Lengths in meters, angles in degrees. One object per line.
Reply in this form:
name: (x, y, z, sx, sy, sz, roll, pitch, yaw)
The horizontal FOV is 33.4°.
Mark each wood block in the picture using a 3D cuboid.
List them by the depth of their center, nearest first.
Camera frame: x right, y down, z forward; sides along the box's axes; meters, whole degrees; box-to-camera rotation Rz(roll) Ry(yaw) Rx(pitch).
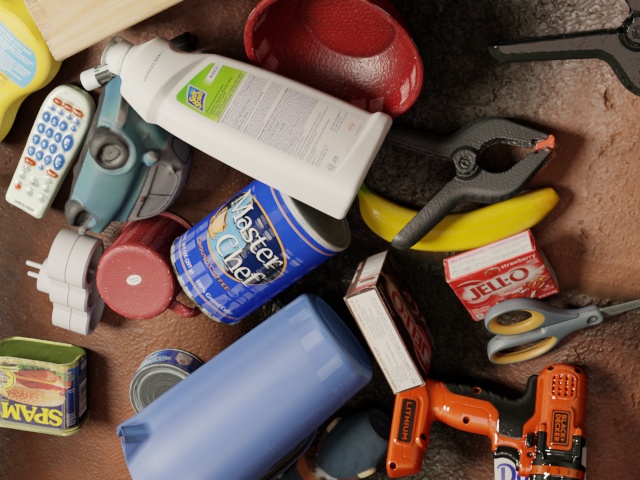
wood block: (-0.148, -0.242, 0.913, 0.206, 0.091, 0.090, -25, 107, 5)

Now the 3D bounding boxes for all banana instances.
banana: (0.121, -0.022, 1.004, 0.198, 0.037, 0.070, 5, 113, 9)

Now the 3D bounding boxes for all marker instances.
marker: (-0.171, -0.170, 1.010, 0.121, 0.020, 0.020, -17, 108, 17)

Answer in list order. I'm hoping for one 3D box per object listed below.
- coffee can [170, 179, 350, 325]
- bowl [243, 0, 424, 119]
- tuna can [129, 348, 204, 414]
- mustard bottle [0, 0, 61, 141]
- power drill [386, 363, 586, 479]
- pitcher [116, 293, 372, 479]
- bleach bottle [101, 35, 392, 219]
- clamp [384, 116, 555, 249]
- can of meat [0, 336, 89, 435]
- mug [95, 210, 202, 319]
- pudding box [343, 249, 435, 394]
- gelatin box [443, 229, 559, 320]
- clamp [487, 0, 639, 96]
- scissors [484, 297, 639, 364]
coffee can: (-0.057, 0.001, 1.012, 0.140, 0.102, 0.103, -35, 102, 21)
bowl: (0.018, -0.174, 0.930, 0.162, 0.055, 0.162, 14, 146, 10)
tuna can: (-0.159, 0.160, 1.134, 0.086, 0.033, 0.086, 4, 113, 9)
mustard bottle: (-0.300, -0.176, 1.011, 0.096, 0.058, 0.192, 45, 113, -4)
power drill: (0.162, 0.204, 1.035, 0.188, 0.057, 0.184, 5, 71, 11)
pitcher: (-0.066, 0.169, 1.056, 0.243, 0.149, 0.145, -39, 87, 7)
bleach bottle: (-0.070, -0.117, 0.935, 0.251, 0.102, 0.068, 27, 152, 1)
clamp: (0.129, -0.057, 0.972, 0.171, 0.039, 0.120, -5, 90, 14)
can of meat: (-0.302, 0.155, 1.148, 0.102, 0.057, 0.084, 7, 110, 7)
mug: (-0.163, 0.034, 1.057, 0.117, 0.081, 0.093, 43, 113, -8)
pudding box: (0.069, 0.077, 1.026, 0.039, 0.090, 0.113, -24, 105, 19)
gelatin box: (0.170, 0.034, 1.004, 0.089, 0.030, 0.073, -21, 136, 18)
clamp: (0.260, -0.176, 0.914, 0.210, 0.036, 0.165, 36, 113, -5)
scissors: (0.243, 0.064, 1.010, 0.202, 0.016, 0.096, -27, 133, 20)
